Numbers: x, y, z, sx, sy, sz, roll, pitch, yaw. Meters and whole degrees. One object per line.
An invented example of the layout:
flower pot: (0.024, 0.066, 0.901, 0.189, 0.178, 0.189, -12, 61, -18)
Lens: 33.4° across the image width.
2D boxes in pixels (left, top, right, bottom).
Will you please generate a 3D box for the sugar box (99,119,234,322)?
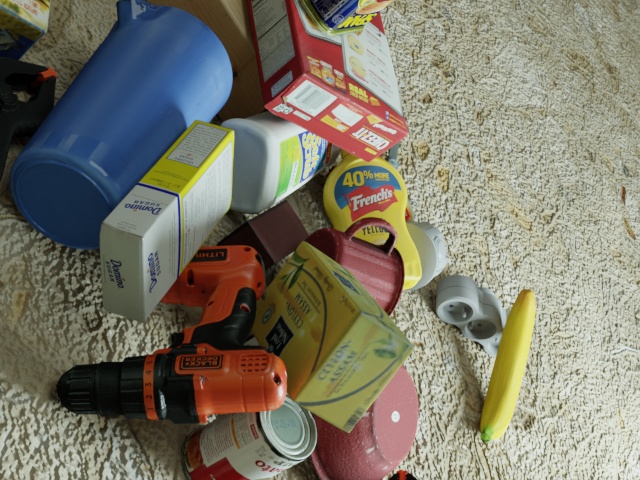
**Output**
sugar box: (-0.129, -0.021, 0.915, 0.048, 0.093, 0.176, 18, 39, 14)

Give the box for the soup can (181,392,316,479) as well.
soup can: (-0.061, 0.173, 0.909, 0.068, 0.102, 0.068, 31, 42, -32)

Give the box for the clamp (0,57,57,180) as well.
clamp: (-0.293, -0.123, 0.930, 0.120, 0.039, 0.171, 50, 29, -16)

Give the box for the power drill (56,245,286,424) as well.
power drill: (-0.119, 0.079, 0.907, 0.184, 0.057, 0.187, -1, 35, 1)

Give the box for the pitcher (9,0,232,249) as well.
pitcher: (-0.176, -0.096, 0.981, 0.149, 0.145, 0.242, 28, 43, -4)

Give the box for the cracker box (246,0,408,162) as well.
cracker box: (0.002, -0.209, 1.165, 0.164, 0.072, 0.214, 23, 45, -40)

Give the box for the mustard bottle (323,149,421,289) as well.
mustard bottle: (0.053, -0.037, 1.216, 0.096, 0.058, 0.191, -5, 71, -11)

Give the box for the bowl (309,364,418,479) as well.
bowl: (0.050, 0.167, 1.032, 0.161, 0.055, 0.162, 6, 83, -57)

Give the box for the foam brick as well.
foam brick: (-0.057, 0.001, 1.098, 0.051, 0.053, 0.078, 56, 36, 0)

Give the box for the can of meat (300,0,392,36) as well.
can of meat: (0.041, -0.264, 1.117, 0.057, 0.084, 0.101, 57, 32, 4)

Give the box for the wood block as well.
wood block: (-0.104, -0.232, 1.200, 0.206, 0.091, 0.090, 58, 34, 3)

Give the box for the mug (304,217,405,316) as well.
mug: (0.031, 0.027, 1.071, 0.081, 0.117, 0.093, 21, 24, -32)

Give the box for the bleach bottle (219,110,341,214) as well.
bleach bottle: (-0.027, -0.112, 1.191, 0.068, 0.103, 0.250, 18, 27, 21)

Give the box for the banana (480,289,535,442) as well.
banana: (0.226, 0.157, 1.275, 0.037, 0.070, 0.197, 17, 68, 4)
